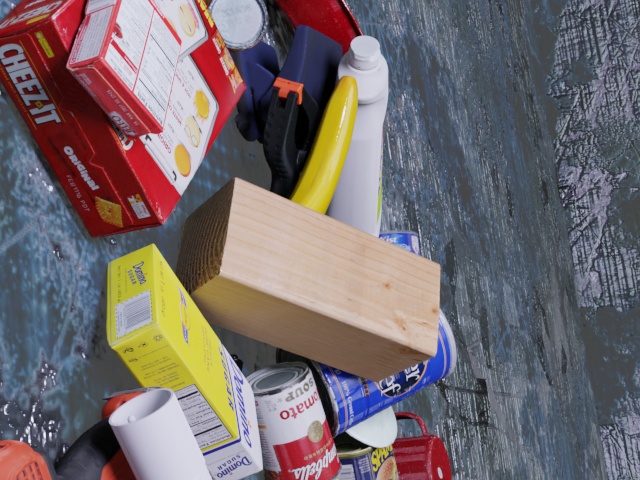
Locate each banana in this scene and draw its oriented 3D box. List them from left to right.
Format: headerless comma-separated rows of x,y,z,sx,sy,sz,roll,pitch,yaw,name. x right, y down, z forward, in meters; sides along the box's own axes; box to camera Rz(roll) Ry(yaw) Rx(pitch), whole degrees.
-0.001,-0.065,0.984,0.070,0.037,0.197,100,10,-54,banana

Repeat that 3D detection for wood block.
-0.009,0.037,0.888,0.205,0.091,0.090,22,57,-25,wood block

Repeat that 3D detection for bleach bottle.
0.038,-0.104,1.115,0.251,0.068,0.102,93,2,-52,bleach bottle

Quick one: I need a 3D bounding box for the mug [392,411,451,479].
0.097,0.251,1.199,0.093,0.082,0.117,38,45,-59,mug

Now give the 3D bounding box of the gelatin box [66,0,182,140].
-0.127,-0.122,0.703,0.073,0.030,0.089,53,35,-47,gelatin box

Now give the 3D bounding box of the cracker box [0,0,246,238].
-0.144,-0.129,0.798,0.164,0.072,0.213,65,26,-28,cracker box

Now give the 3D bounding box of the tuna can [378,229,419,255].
0.074,0.013,1.255,0.086,0.086,0.034,19,64,-66,tuna can

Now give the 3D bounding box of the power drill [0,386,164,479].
-0.137,0.187,0.675,0.187,0.057,0.184,-38,114,-66,power drill

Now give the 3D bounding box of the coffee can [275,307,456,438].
0.043,0.113,1.013,0.140,0.103,0.103,-24,106,-25,coffee can

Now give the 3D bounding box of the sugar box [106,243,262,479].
-0.100,0.097,0.804,0.176,0.048,0.093,58,12,-38,sugar box

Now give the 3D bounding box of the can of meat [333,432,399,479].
0.044,0.242,1.108,0.102,0.057,0.084,-27,107,-68,can of meat

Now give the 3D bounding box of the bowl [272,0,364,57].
-0.007,-0.245,1.170,0.162,0.055,0.162,57,0,-1,bowl

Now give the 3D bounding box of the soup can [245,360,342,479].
-0.027,0.167,0.949,0.068,0.069,0.102,-46,121,-65,soup can

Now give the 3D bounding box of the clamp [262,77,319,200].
-0.030,-0.073,1.028,0.171,0.039,0.120,77,31,-47,clamp
